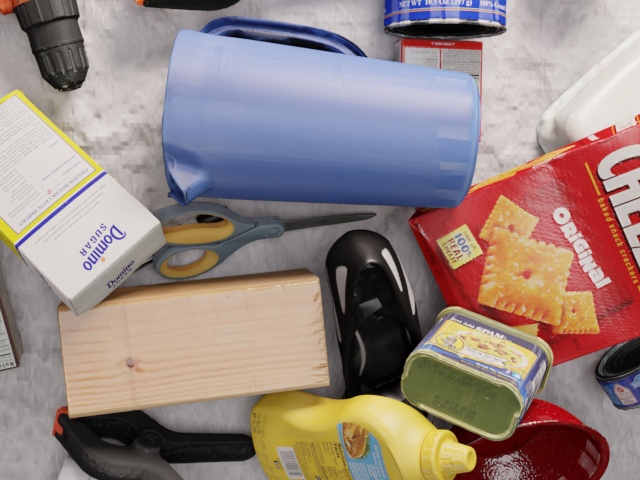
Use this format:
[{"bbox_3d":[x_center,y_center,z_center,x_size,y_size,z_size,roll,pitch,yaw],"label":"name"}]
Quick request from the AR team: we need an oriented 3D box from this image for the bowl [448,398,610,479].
[{"bbox_3d":[0.161,0.183,0.914,0.162,0.055,0.162,-7,136,-7],"label":"bowl"}]

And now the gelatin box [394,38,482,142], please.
[{"bbox_3d":[0.101,-0.128,0.923,0.073,0.030,0.089,0,94,-9],"label":"gelatin box"}]

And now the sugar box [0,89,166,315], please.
[{"bbox_3d":[-0.214,-0.031,0.834,0.093,0.048,0.176,-42,74,-17],"label":"sugar box"}]

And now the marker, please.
[{"bbox_3d":[-0.131,0.002,0.904,0.121,0.020,0.020,-28,97,-5],"label":"marker"}]

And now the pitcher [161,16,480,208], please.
[{"bbox_3d":[-0.001,-0.098,0.850,0.243,0.145,0.149,5,99,-1],"label":"pitcher"}]

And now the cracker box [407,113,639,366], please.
[{"bbox_3d":[0.204,0.011,0.887,0.214,0.072,0.164,-23,96,19],"label":"cracker box"}]

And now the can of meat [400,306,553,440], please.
[{"bbox_3d":[0.123,0.105,0.847,0.102,0.083,0.057,21,117,18],"label":"can of meat"}]

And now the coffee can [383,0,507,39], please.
[{"bbox_3d":[0.104,-0.242,0.880,0.102,0.103,0.140,0,94,-8],"label":"coffee can"}]

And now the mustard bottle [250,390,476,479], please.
[{"bbox_3d":[0.037,0.168,0.857,0.058,0.192,0.096,-40,119,-46],"label":"mustard bottle"}]

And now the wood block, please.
[{"bbox_3d":[-0.104,0.081,0.877,0.206,0.090,0.091,-6,95,-8],"label":"wood block"}]

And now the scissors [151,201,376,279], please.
[{"bbox_3d":[-0.056,0.001,0.909,0.201,0.016,0.096,4,138,-32],"label":"scissors"}]

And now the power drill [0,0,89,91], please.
[{"bbox_3d":[-0.292,-0.192,0.853,0.187,0.057,0.184,-16,95,-9],"label":"power drill"}]

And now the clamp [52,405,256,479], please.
[{"bbox_3d":[-0.135,0.175,0.888,0.171,0.120,0.039,27,114,8],"label":"clamp"}]
